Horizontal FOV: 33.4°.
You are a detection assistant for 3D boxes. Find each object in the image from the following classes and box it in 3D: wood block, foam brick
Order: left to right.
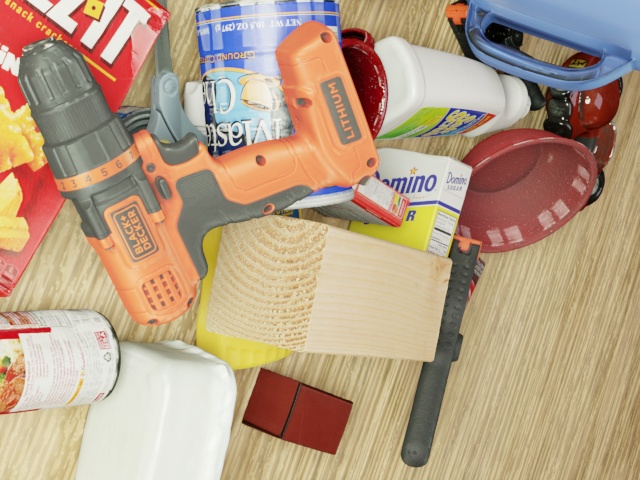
[{"bbox_3d":[-0.019,0.150,0.930,0.078,0.053,0.051,28,78,-47],"label":"foam brick"},{"bbox_3d":[0.013,0.039,0.826,0.205,0.090,0.091,13,86,-58],"label":"wood block"}]

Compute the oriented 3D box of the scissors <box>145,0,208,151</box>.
[{"bbox_3d":[-0.097,-0.100,0.761,0.096,0.016,0.202,5,95,-49],"label":"scissors"}]

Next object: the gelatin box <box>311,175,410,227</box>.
[{"bbox_3d":[0.018,-0.041,0.897,0.073,0.089,0.030,30,76,-47],"label":"gelatin box"}]

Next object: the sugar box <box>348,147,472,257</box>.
[{"bbox_3d":[0.067,0.008,0.959,0.048,0.094,0.176,16,87,-48],"label":"sugar box"}]

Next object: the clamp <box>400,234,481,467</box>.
[{"bbox_3d":[0.109,0.101,0.975,0.164,0.036,0.210,-42,145,-80],"label":"clamp"}]

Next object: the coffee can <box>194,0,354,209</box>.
[{"bbox_3d":[-0.032,-0.095,0.752,0.102,0.103,0.140,-12,101,-45],"label":"coffee can"}]

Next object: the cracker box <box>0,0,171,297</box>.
[{"bbox_3d":[-0.209,-0.096,0.638,0.164,0.072,0.213,37,73,-35],"label":"cracker box"}]

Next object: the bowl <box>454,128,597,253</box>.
[{"bbox_3d":[0.191,-0.060,1.068,0.162,0.055,0.162,-12,140,-10],"label":"bowl"}]

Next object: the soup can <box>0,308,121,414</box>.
[{"bbox_3d":[-0.194,0.081,0.715,0.102,0.069,0.068,1,99,-48],"label":"soup can"}]

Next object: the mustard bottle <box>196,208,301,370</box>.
[{"bbox_3d":[-0.055,0.001,0.852,0.096,0.058,0.192,-11,107,-46],"label":"mustard bottle"}]

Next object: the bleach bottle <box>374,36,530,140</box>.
[{"bbox_3d":[0.121,-0.132,0.978,0.250,0.103,0.068,-5,73,-47],"label":"bleach bottle"}]

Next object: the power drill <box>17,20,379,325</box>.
[{"bbox_3d":[-0.069,-0.063,0.649,0.187,0.057,0.184,-27,113,-13],"label":"power drill"}]

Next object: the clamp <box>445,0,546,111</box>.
[{"bbox_3d":[0.188,-0.196,1.079,0.171,0.039,0.120,0,92,-41],"label":"clamp"}]

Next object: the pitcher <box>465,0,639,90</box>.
[{"bbox_3d":[0.255,-0.211,0.937,0.144,0.243,0.149,-34,145,-46],"label":"pitcher"}]
